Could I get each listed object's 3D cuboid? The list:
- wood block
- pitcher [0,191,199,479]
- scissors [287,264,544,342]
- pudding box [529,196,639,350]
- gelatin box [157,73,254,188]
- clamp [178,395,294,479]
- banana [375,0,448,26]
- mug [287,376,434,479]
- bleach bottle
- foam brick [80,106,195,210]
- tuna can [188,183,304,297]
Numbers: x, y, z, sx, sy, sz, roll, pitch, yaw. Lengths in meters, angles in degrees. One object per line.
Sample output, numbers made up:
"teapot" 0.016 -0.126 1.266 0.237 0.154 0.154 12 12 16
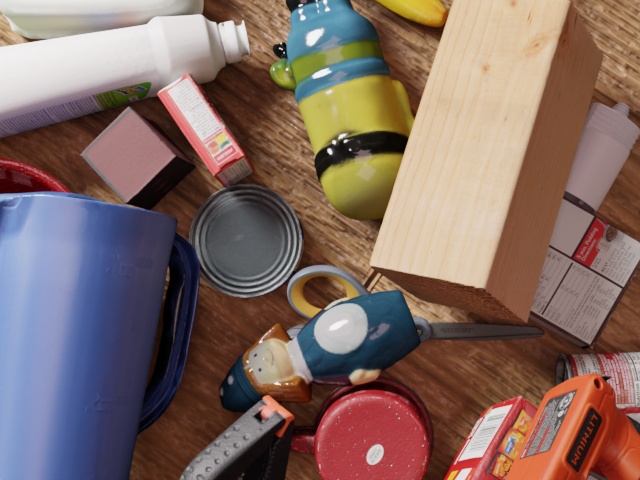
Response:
"wood block" 0.119 -0.058 0.750 0.090 0.090 0.206 11 78 34
"pitcher" -0.169 0.091 0.728 0.149 0.145 0.243 7 87 -2
"scissors" 0.062 0.051 0.802 0.202 0.016 0.096 -13 107 3
"pudding box" 0.173 0.016 0.797 0.113 0.039 0.090 31 89 8
"gelatin box" -0.082 -0.079 0.793 0.030 0.089 0.073 -34 86 0
"clamp" -0.086 0.203 0.735 0.036 0.164 0.210 33 101 36
"banana" 0.012 -0.222 0.795 0.197 0.070 0.037 34 100 -27
"mug" 0.026 0.147 0.777 0.117 0.081 0.093 5 87 4
"bleach bottle" -0.178 -0.125 0.807 0.250 0.102 0.068 -13 91 -3
"foam brick" -0.135 -0.059 0.802 0.053 0.078 0.051 -44 86 2
"tuna can" -0.055 0.001 0.814 0.086 0.033 0.086 0 87 4
